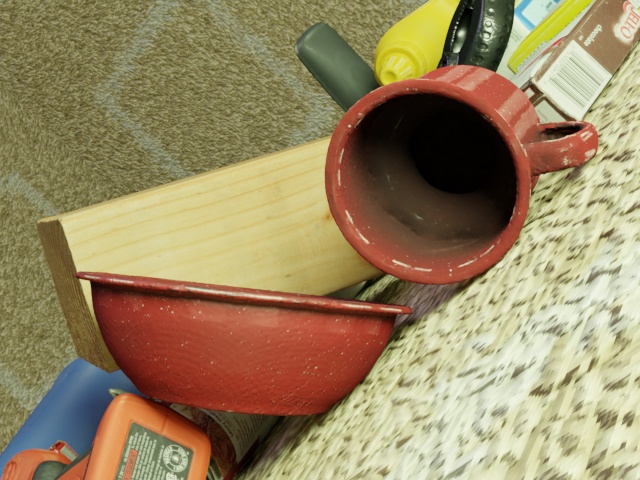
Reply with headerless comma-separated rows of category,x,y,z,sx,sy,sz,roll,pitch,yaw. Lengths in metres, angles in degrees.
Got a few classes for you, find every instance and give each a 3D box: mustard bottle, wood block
mustard bottle,0.092,-0.171,0.921,0.096,0.058,0.191,-51,-1,37
wood block,-0.054,0.000,0.650,0.205,0.090,0.091,-19,7,-22

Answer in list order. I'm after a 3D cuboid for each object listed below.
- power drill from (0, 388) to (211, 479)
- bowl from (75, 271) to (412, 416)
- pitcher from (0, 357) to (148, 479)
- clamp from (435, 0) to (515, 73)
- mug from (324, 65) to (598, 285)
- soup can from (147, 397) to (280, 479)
power drill,-0.134,0.168,0.525,0.188,0.057,0.184,-36,34,42
bowl,-0.039,0.050,0.513,0.162,0.162,0.055,162,114,-86
pitcher,-0.212,0.202,0.879,0.242,0.145,0.149,-62,-16,-71
clamp,0.101,-0.107,0.738,0.120,0.039,0.171,-127,50,-66
mug,0.069,-0.038,0.494,0.117,0.093,0.081,-11,13,25
soup can,-0.064,0.102,0.620,0.069,0.068,0.102,-45,3,43
